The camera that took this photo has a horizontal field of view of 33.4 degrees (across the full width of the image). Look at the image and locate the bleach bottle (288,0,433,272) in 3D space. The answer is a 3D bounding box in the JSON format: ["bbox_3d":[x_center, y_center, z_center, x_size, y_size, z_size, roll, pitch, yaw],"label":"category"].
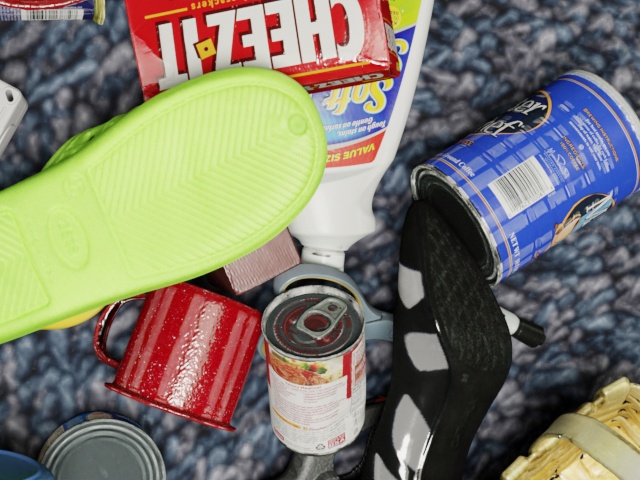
[{"bbox_3d":[0.024,-0.098,0.753,0.102,0.068,0.251,6,93,-14],"label":"bleach bottle"}]

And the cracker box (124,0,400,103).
[{"bbox_3d":[-0.047,-0.198,0.684,0.164,0.072,0.214,-9,92,11],"label":"cracker box"}]

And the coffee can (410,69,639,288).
[{"bbox_3d":[0.151,-0.045,0.772,0.140,0.103,0.103,-32,101,-13],"label":"coffee can"}]

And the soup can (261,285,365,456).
[{"bbox_3d":[-0.003,0.090,0.725,0.068,0.068,0.102,-16,133,-16],"label":"soup can"}]

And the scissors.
[{"bbox_3d":[0.035,0.074,0.783,0.201,0.016,0.096,28,116,-35],"label":"scissors"}]

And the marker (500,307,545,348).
[{"bbox_3d":[0.121,0.052,0.811,0.121,0.020,0.020,26,85,-16],"label":"marker"}]

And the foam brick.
[{"bbox_3d":[-0.055,0.001,0.725,0.051,0.078,0.053,-26,100,-16],"label":"foam brick"}]

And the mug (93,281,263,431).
[{"bbox_3d":[-0.098,0.071,0.718,0.117,0.093,0.081,17,82,19],"label":"mug"}]

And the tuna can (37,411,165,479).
[{"bbox_3d":[-0.150,0.161,0.727,0.086,0.034,0.086,-1,93,-17],"label":"tuna can"}]

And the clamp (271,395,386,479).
[{"bbox_3d":[0.005,0.191,0.774,0.171,0.039,0.120,-40,111,-12],"label":"clamp"}]
